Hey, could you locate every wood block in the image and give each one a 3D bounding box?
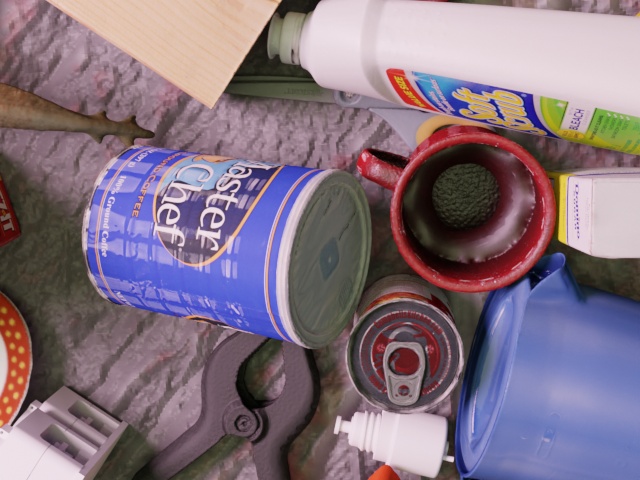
[{"bbox_3d":[-0.127,-0.172,0.619,0.206,0.090,0.091,32,94,-11],"label":"wood block"}]

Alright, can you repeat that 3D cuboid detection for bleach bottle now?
[{"bbox_3d":[0.095,-0.101,0.629,0.251,0.102,0.068,9,79,10],"label":"bleach bottle"}]

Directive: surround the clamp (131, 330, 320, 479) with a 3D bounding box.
[{"bbox_3d":[-0.040,0.127,0.705,0.120,0.039,0.171,28,98,-1],"label":"clamp"}]

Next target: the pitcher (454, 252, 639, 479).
[{"bbox_3d":[0.207,0.114,0.647,0.243,0.149,0.145,15,71,-1],"label":"pitcher"}]

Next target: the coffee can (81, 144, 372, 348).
[{"bbox_3d":[-0.054,0.001,0.634,0.140,0.102,0.103,10,98,27],"label":"coffee can"}]

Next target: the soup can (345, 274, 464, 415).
[{"bbox_3d":[0.051,0.060,0.657,0.068,0.102,0.068,1,97,4],"label":"soup can"}]

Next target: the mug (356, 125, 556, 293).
[{"bbox_3d":[0.077,-0.028,0.639,0.117,0.081,0.093,19,105,0],"label":"mug"}]

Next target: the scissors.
[{"bbox_3d":[0.030,-0.077,0.685,0.202,0.016,0.096,-11,96,6],"label":"scissors"}]
